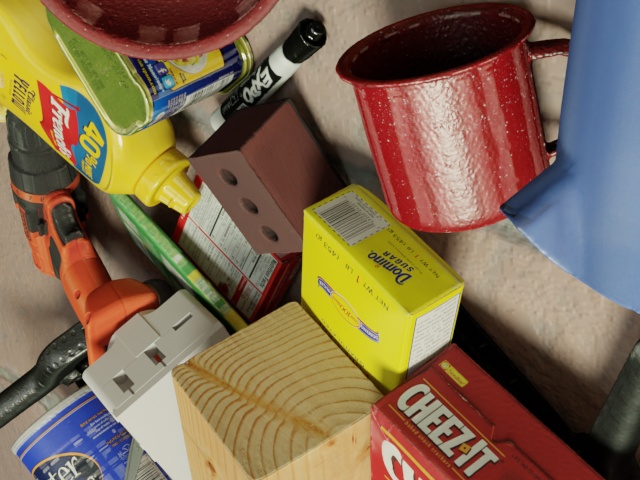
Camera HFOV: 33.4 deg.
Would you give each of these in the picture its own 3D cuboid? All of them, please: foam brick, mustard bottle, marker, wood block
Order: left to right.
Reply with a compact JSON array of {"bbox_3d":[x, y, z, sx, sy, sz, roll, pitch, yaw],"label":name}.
[{"bbox_3d":[-0.153,-0.086,0.696,0.191,0.058,0.096,41,145,6],"label":"mustard bottle"},{"bbox_3d":[-0.032,-0.096,0.633,0.020,0.020,0.121,56,142,0],"label":"marker"},{"bbox_3d":[-0.029,-0.036,0.631,0.053,0.051,0.078,-4,129,49],"label":"foam brick"},{"bbox_3d":[-0.023,0.150,0.665,0.091,0.090,0.206,46,153,34],"label":"wood block"}]

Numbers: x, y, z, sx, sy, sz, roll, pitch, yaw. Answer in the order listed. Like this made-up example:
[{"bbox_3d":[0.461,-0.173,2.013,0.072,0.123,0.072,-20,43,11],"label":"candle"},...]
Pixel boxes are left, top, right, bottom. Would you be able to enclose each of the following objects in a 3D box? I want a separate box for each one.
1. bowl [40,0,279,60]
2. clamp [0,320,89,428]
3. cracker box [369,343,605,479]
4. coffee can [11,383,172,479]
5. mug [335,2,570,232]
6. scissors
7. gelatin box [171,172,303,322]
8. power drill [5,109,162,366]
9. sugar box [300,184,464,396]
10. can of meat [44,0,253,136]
[{"bbox_3d":[-0.085,-0.181,0.565,0.162,0.055,0.162,2,115,4],"label":"bowl"},{"bbox_3d":[-0.225,0.110,0.912,0.039,0.120,0.172,49,138,7],"label":"clamp"},{"bbox_3d":[0.101,0.186,0.604,0.164,0.072,0.214,42,153,32],"label":"cracker box"},{"bbox_3d":[-0.192,0.209,0.955,0.140,0.102,0.103,50,142,7],"label":"coffee can"},{"bbox_3d":[0.074,-0.059,0.503,0.117,0.093,0.081,-12,117,12],"label":"mug"},{"bbox_3d":[-0.122,0.130,0.850,0.096,0.016,0.202,12,108,31],"label":"scissors"},{"bbox_3d":[-0.055,0.001,0.718,0.089,0.030,0.073,45,140,15],"label":"gelatin box"},{"bbox_3d":[-0.177,0.004,0.788,0.188,0.057,0.184,56,157,34],"label":"power drill"},{"bbox_3d":[0.029,0.060,0.628,0.093,0.048,0.176,46,149,32],"label":"sugar box"},{"bbox_3d":[-0.103,-0.122,0.638,0.058,0.083,0.102,-27,96,52],"label":"can of meat"}]
